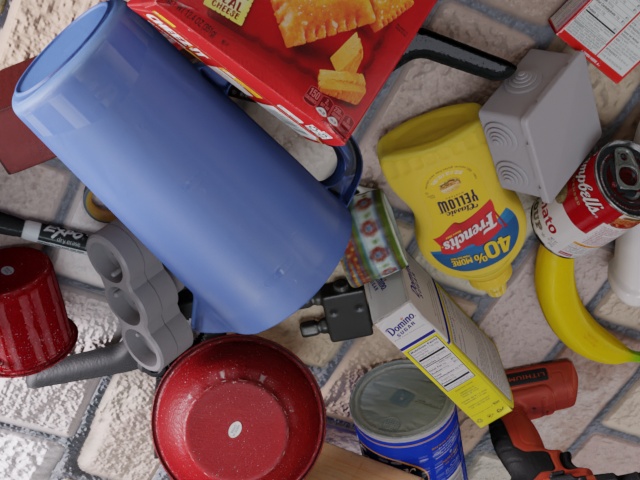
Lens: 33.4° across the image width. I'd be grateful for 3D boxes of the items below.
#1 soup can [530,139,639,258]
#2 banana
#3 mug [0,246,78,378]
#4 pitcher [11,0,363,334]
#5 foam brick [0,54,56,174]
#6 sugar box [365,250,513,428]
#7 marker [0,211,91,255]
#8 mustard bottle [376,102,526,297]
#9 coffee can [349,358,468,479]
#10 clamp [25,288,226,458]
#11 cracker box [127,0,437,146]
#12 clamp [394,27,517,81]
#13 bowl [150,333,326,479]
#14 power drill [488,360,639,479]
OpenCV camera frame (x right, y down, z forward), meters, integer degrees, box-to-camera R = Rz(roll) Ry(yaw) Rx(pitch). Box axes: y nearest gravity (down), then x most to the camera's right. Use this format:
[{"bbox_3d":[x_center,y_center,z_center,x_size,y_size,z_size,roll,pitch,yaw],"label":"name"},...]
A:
[{"bbox_3d":[0.230,-0.032,0.892,0.068,0.068,0.102,15,155,-16],"label":"soup can"},{"bbox_3d":[0.242,0.059,1.005,0.070,0.037,0.197,-30,123,18],"label":"banana"},{"bbox_3d":[-0.269,0.065,0.914,0.093,0.117,0.081,10,126,24],"label":"mug"},{"bbox_3d":[-0.091,-0.061,0.771,0.145,0.149,0.242,-20,125,39],"label":"pitcher"},{"bbox_3d":[-0.222,-0.098,0.814,0.051,0.078,0.053,-18,127,10],"label":"foam brick"},{"bbox_3d":[0.108,0.087,0.978,0.048,0.093,0.176,-36,122,19],"label":"sugar box"},{"bbox_3d":[-0.225,-0.002,0.923,0.121,0.020,0.020,15,124,-16],"label":"marker"},{"bbox_3d":[0.125,-0.022,0.919,0.096,0.058,0.191,-21,127,10],"label":"mustard bottle"},{"bbox_3d":[0.090,0.203,1.058,0.103,0.103,0.140,-11,128,3],"label":"coffee can"},{"bbox_3d":[-0.165,0.109,1.002,0.164,0.036,0.210,29,117,-22],"label":"clamp"},{"bbox_3d":[0.001,-0.194,0.707,0.164,0.072,0.213,35,85,-28],"label":"cracker box"},{"bbox_3d":[0.063,-0.177,0.806,0.171,0.039,0.120,-3,105,1],"label":"clamp"},{"bbox_3d":[-0.074,0.166,0.953,0.162,0.055,0.162,0,90,-2],"label":"bowl"},{"bbox_3d":[0.230,0.199,1.016,0.184,0.187,0.057,-10,126,4],"label":"power drill"}]
